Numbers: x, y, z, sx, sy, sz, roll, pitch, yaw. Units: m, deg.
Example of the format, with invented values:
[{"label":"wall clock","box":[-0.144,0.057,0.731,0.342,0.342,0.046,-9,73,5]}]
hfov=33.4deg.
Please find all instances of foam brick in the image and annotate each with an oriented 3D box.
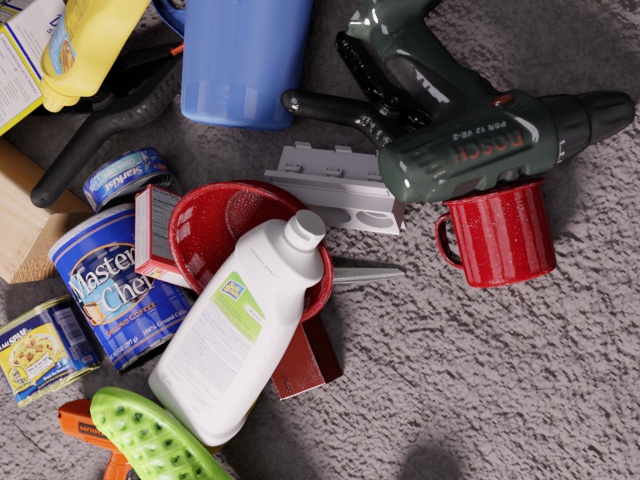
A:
[{"label":"foam brick","box":[-0.022,0.108,1.033,0.053,0.051,0.078,-23,86,20]}]

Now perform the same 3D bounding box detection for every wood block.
[{"label":"wood block","box":[-0.351,-0.053,1.115,0.206,0.090,0.090,37,103,14]}]

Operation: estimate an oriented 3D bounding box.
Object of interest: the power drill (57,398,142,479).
[{"label":"power drill","box":[-0.242,0.265,1.116,0.184,0.057,0.188,8,99,15]}]

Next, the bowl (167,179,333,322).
[{"label":"bowl","box":[-0.056,0.001,0.981,0.162,0.055,0.162,12,129,15]}]

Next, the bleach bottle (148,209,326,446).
[{"label":"bleach bottle","box":[-0.062,0.073,0.948,0.102,0.068,0.251,43,126,9]}]

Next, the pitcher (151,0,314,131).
[{"label":"pitcher","box":[-0.076,-0.229,0.993,0.149,0.144,0.243,20,106,54]}]

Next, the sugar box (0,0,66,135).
[{"label":"sugar box","box":[-0.315,-0.166,1.051,0.048,0.093,0.176,23,58,42]}]

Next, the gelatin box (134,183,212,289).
[{"label":"gelatin box","box":[-0.143,-0.003,1.038,0.030,0.073,0.089,-34,50,37]}]

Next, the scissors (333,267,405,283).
[{"label":"scissors","box":[-0.025,0.018,1.045,0.202,0.016,0.096,-16,73,8]}]

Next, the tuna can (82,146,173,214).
[{"label":"tuna can","box":[-0.192,-0.057,1.063,0.086,0.086,0.034,-34,81,17]}]

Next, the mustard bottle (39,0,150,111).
[{"label":"mustard bottle","box":[-0.219,-0.195,1.012,0.192,0.058,0.096,-50,44,35]}]

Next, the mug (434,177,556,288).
[{"label":"mug","box":[0.152,-0.004,0.952,0.117,0.093,0.081,-10,95,40]}]

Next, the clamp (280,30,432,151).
[{"label":"clamp","box":[0.049,-0.114,0.971,0.171,0.120,0.039,39,148,12]}]

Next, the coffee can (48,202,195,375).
[{"label":"coffee can","box":[-0.191,0.048,1.060,0.103,0.102,0.140,-34,83,17]}]

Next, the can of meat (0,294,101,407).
[{"label":"can of meat","box":[-0.292,0.117,1.123,0.102,0.057,0.084,-29,86,19]}]

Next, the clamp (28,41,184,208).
[{"label":"clamp","box":[-0.213,-0.126,1.062,0.210,0.036,0.164,-24,50,13]}]
